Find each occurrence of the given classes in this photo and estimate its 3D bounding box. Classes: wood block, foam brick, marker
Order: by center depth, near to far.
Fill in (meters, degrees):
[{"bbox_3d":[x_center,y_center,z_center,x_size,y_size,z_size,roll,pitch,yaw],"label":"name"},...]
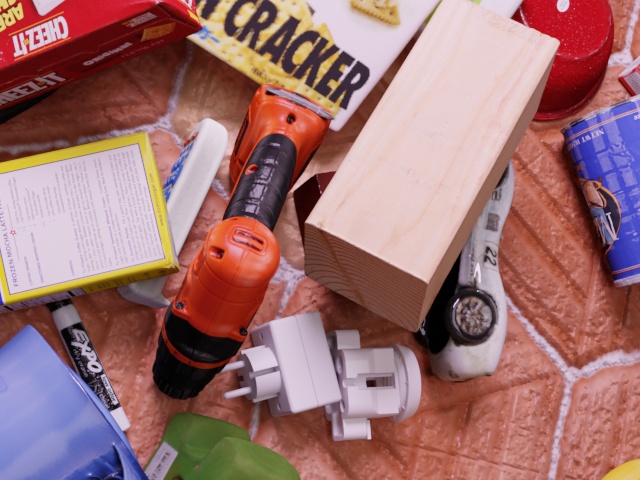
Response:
[{"bbox_3d":[-0.162,0.075,0.722,0.020,0.020,0.121,-24,88,-25],"label":"marker"},{"bbox_3d":[0.076,-0.055,0.737,0.090,0.091,0.206,27,68,11],"label":"wood block"},{"bbox_3d":[0.027,-0.024,0.801,0.078,0.051,0.053,-10,82,-23],"label":"foam brick"}]

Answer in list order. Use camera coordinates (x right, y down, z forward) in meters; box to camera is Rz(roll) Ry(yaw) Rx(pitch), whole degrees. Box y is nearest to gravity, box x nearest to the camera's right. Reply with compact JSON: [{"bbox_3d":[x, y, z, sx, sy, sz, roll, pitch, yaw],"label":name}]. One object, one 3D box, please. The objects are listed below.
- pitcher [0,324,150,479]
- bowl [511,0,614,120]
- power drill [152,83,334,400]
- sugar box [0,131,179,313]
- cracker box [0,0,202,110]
[{"bbox_3d":[-0.219,0.172,0.606,0.242,0.149,0.145,-38,80,-18],"label":"pitcher"},{"bbox_3d":[0.191,-0.187,0.902,0.162,0.055,0.162,5,76,-21],"label":"bowl"},{"bbox_3d":[-0.055,0.001,0.720,0.057,0.185,0.187,23,51,-9],"label":"power drill"},{"bbox_3d":[-0.187,-0.005,0.691,0.176,0.048,0.093,-13,81,-4],"label":"sugar box"},{"bbox_3d":[-0.178,-0.208,0.669,0.164,0.072,0.214,-17,80,19],"label":"cracker box"}]
